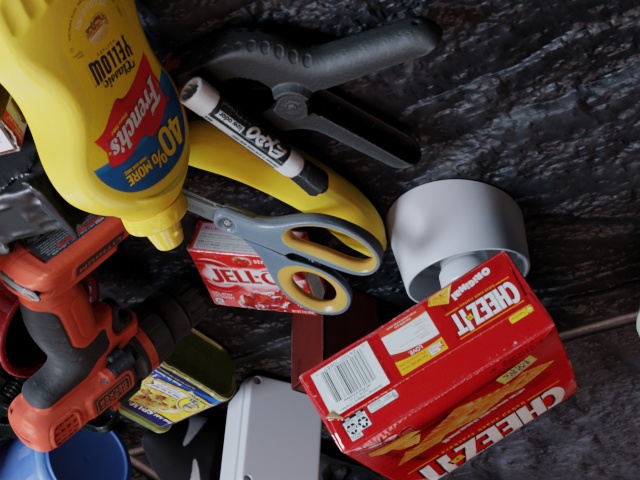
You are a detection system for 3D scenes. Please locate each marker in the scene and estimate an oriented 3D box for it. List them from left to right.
[{"bbox_3d":[-0.037,-0.061,0.659,0.020,0.020,0.121,-27,136,32],"label":"marker"}]

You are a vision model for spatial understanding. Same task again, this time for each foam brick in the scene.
[{"bbox_3d":[0.011,0.081,0.845,0.051,0.078,0.053,19,140,-23],"label":"foam brick"}]

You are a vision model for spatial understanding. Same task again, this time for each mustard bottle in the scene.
[{"bbox_3d":[-0.122,-0.072,0.607,0.058,0.096,0.191,5,132,33],"label":"mustard bottle"}]

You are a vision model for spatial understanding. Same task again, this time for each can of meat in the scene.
[{"bbox_3d":[-0.134,0.113,0.910,0.084,0.057,0.102,-27,133,30],"label":"can of meat"}]

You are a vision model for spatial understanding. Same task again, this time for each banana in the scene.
[{"bbox_3d":[-0.022,-0.039,0.731,0.197,0.037,0.070,25,163,-23],"label":"banana"}]

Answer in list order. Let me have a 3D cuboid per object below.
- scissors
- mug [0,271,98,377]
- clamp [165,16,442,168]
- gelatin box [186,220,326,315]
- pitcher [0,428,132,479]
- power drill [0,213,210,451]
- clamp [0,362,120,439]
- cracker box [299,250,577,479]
[{"bbox_3d":[-0.055,0.001,0.738,0.202,0.016,0.096,13,134,13],"label":"scissors"},{"bbox_3d":[-0.219,0.029,0.776,0.082,0.093,0.117,29,108,25],"label":"mug"},{"bbox_3d":[-0.009,-0.088,0.662,0.171,0.039,0.120,2,138,10],"label":"clamp"},{"bbox_3d":[-0.047,0.022,0.796,0.089,0.030,0.073,5,145,18],"label":"gelatin box"},{"bbox_3d":[-0.303,0.260,1.047,0.145,0.149,0.243,43,126,-17],"label":"pitcher"},{"bbox_3d":[-0.150,0.041,0.750,0.057,0.184,0.188,29,143,25],"label":"power drill"},{"bbox_3d":[-0.261,0.135,0.925,0.164,0.036,0.210,38,145,-3],"label":"clamp"},{"bbox_3d":[0.098,0.106,0.784,0.164,0.072,0.213,-32,154,5],"label":"cracker box"}]
